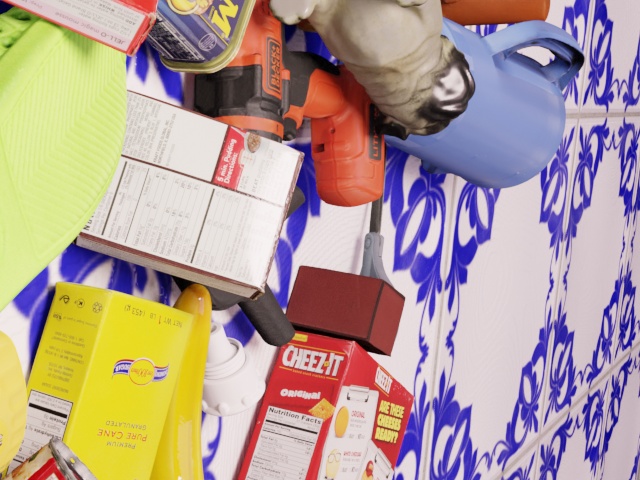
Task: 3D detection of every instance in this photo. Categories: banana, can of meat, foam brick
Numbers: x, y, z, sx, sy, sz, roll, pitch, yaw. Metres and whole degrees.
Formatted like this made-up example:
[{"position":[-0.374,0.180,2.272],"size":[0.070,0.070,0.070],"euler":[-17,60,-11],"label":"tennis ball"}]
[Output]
[{"position":[-0.086,0.128,0.680],"size":[0.037,0.070,0.198],"euler":[-1,85,-48],"label":"banana"},{"position":[-0.079,-0.161,0.610],"size":[0.083,0.058,0.102],"euler":[42,61,-56],"label":"can of meat"},{"position":[0.020,0.056,0.854],"size":[0.053,0.078,0.051],"euler":[37,66,-58],"label":"foam brick"}]

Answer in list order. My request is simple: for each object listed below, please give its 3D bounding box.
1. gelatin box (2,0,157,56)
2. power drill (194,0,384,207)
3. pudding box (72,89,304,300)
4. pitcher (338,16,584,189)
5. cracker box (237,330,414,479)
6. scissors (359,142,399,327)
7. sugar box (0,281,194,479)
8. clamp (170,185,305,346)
[{"position":[-0.116,-0.134,0.494],"size":[0.030,0.089,0.073],"euler":[-50,-152,42],"label":"gelatin box"},{"position":[-0.017,-0.073,0.728],"size":[0.187,0.057,0.184],"euler":[16,74,-62],"label":"power drill"},{"position":[-0.075,-0.025,0.609],"size":[0.039,0.113,0.090],"euler":[144,-37,-76],"label":"pudding box"},{"position":[0.124,-0.130,0.929],"size":[0.242,0.145,0.149],"euler":[8,97,-60],"label":"pitcher"},{"position":[-0.004,0.199,0.862],"size":[0.164,0.072,0.213],"euler":[47,56,-58],"label":"cracker box"},{"position":[0.053,0.012,0.913],"size":[0.016,0.096,0.202],"euler":[13,89,-24],"label":"scissors"},{"position":[-0.132,0.117,0.610],"size":[0.093,0.048,0.176],"euler":[26,74,-63],"label":"sugar box"},{"position":[-0.055,0.001,0.735],"size":[0.171,0.039,0.120],"euler":[35,54,-63],"label":"clamp"}]
